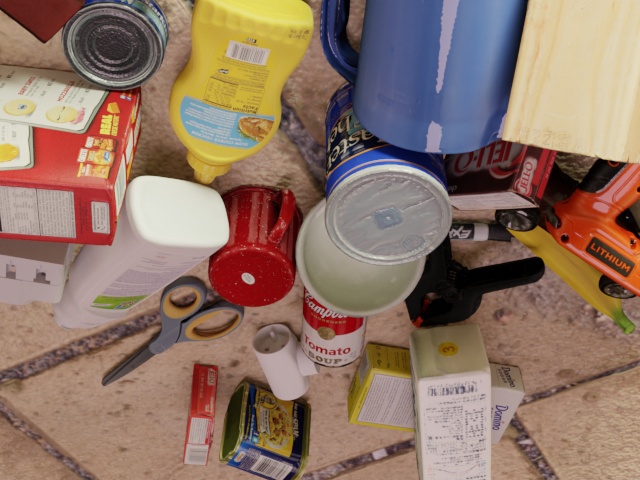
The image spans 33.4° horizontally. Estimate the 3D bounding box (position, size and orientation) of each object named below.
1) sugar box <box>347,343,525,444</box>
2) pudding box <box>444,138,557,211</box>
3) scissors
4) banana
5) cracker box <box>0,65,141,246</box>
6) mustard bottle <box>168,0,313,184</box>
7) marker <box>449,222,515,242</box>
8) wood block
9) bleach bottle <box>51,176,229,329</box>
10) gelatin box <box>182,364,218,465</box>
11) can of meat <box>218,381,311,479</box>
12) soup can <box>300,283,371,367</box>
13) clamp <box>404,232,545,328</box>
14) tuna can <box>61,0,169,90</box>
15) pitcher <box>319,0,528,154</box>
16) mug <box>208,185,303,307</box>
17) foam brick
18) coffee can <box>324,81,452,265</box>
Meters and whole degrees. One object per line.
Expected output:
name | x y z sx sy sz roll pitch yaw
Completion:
sugar box | 0.126 0.170 1.177 0.176 0.048 0.093 9 130 -12
pudding box | 0.150 -0.072 0.897 0.039 0.090 0.114 27 166 -24
scissors | -0.177 0.095 1.133 0.202 0.016 0.096 -22 127 19
banana | 0.230 0.011 1.019 0.197 0.070 0.037 40 95 -18
cracker box | -0.264 -0.075 0.882 0.213 0.164 0.072 4 130 -3
mustard bottle | -0.077 -0.124 0.906 0.096 0.058 0.192 11 131 -14
marker | 0.129 -0.009 1.033 0.121 0.020 0.020 1 132 0
wood block | 0.204 -0.163 0.763 0.090 0.090 0.206 15 99 29
bleach bottle | -0.193 0.027 1.013 0.102 0.068 0.251 6 151 -39
gelatin box | -0.132 0.193 1.181 0.030 0.073 0.089 7 131 -7
can of meat | -0.061 0.214 1.181 0.083 0.102 0.058 24 128 -17
soup can | 0.015 0.070 1.073 0.068 0.068 0.102 3 132 -2
clamp | 0.122 0.032 1.036 0.120 0.039 0.172 37 140 -9
tuna can | -0.170 -0.168 0.884 0.086 0.033 0.086 0 132 0
pitcher | 0.087 -0.200 0.801 0.149 0.145 0.243 -6 129 -10
mug | -0.057 0.001 1.002 0.093 0.081 0.117 26 127 -21
foam brick | -0.228 -0.206 0.839 0.051 0.053 0.078 -36 124 28
coffee can | 0.054 -0.063 0.904 0.103 0.140 0.103 0 132 0
